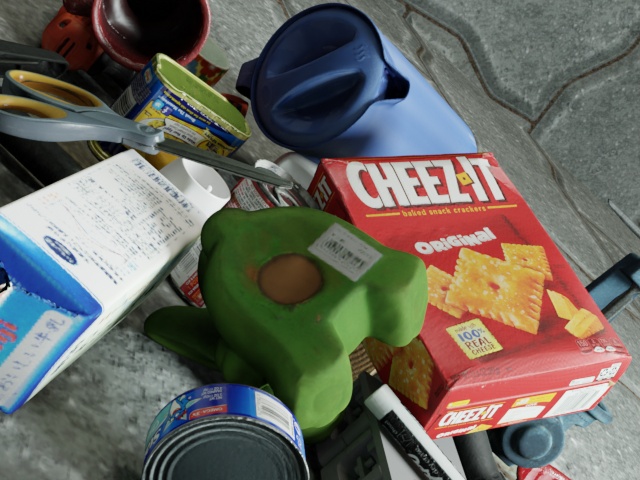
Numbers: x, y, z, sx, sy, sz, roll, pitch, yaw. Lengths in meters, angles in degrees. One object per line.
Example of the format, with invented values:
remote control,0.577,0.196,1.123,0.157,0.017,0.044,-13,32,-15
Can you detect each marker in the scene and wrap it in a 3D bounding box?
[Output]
marker,0.073,0.142,0.672,0.121,0.020,0.020,49,18,11

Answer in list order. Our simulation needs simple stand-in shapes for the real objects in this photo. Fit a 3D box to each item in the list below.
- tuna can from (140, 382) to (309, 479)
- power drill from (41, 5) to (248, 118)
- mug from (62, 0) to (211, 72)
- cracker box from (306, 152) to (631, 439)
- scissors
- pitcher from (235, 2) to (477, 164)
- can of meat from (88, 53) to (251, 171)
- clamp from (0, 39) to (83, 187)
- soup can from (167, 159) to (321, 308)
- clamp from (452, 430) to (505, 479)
tuna can,-0.050,0.117,0.556,0.086,0.086,0.034,38,18,-22
power drill,-0.153,-0.154,0.959,0.187,0.057,0.184,38,24,-15
mug,-0.148,-0.193,0.862,0.117,0.093,0.081,-1,31,-8
cracker box,0.099,0.030,0.774,0.163,0.072,0.214,-4,50,-30
scissors,-0.124,-0.061,0.653,0.202,0.016,0.096,25,26,18
pitcher,0.044,-0.112,1.000,0.242,0.145,0.149,28,29,-55
can of meat,-0.118,-0.086,0.843,0.102,0.084,0.057,33,22,-33
clamp,-0.247,-0.126,0.721,0.209,0.036,0.164,34,22,-31
soup can,-0.055,0.001,0.765,0.068,0.102,0.068,40,19,-17
clamp,0.119,0.179,0.787,0.120,0.039,0.171,80,-16,-62
